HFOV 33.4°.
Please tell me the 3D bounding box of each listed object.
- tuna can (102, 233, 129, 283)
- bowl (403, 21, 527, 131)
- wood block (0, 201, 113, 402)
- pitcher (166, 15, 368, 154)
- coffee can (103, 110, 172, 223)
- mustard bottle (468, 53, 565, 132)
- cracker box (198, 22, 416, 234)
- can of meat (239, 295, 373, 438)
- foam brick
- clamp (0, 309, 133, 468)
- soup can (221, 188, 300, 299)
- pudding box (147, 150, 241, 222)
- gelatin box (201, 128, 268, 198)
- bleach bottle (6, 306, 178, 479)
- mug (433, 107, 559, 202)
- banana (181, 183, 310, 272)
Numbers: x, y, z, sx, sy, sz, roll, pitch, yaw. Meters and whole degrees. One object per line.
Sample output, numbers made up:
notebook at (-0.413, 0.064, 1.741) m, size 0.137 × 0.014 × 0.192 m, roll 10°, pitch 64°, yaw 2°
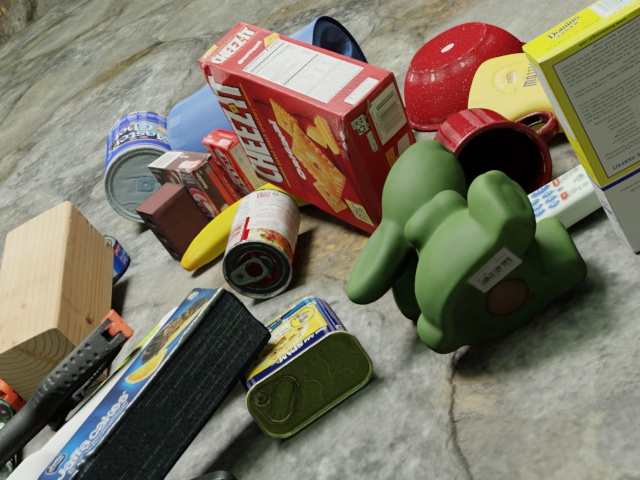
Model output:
tuna can at (-0.274, 0.032, 1.289) m, size 0.086 × 0.033 × 0.086 m, roll -27°, pitch 27°, yaw 15°
bowl at (0.150, -0.189, 1.160) m, size 0.162 × 0.055 × 0.162 m, roll -27°, pitch 28°, yaw 15°
wood block at (-0.285, 0.065, 1.144) m, size 0.090 × 0.090 × 0.206 m, roll -27°, pitch 37°, yaw 13°
pitcher at (-0.057, -0.159, 1.280) m, size 0.243 × 0.149 × 0.145 m, roll -22°, pitch 44°, yaw 30°
coffee can at (-0.225, -0.097, 1.373) m, size 0.103 × 0.102 × 0.140 m, roll -31°, pitch 26°, yaw 5°
mustard bottle at (0.233, -0.140, 0.968) m, size 0.192 × 0.058 × 0.096 m, roll -7°, pitch 46°, yaw 32°
cracker box at (-0.004, -0.102, 1.009) m, size 0.072 × 0.164 × 0.214 m, roll -44°, pitch 45°, yaw -20°
can of meat at (-0.019, 0.099, 0.867) m, size 0.102 × 0.057 × 0.084 m, roll -35°, pitch 25°, yaw -1°
foam brick at (-0.160, -0.019, 1.200) m, size 0.051 × 0.078 × 0.053 m, roll -44°, pitch 26°, yaw -19°
clamp at (-0.238, 0.142, 0.943) m, size 0.210 × 0.036 × 0.164 m, roll -46°, pitch -2°, yaw 31°
soup can at (-0.057, 0.001, 1.060) m, size 0.069 × 0.068 × 0.102 m, roll -24°, pitch 28°, yaw 19°
pudding box at (-0.140, -0.058, 1.227) m, size 0.039 × 0.090 × 0.114 m, roll -42°, pitch 27°, yaw -20°
gelatin box at (-0.089, -0.082, 1.211) m, size 0.030 × 0.089 × 0.073 m, roll -41°, pitch 28°, yaw -15°
bleach bottle at (-0.193, 0.167, 0.924) m, size 0.250 × 0.068 × 0.103 m, roll -44°, pitch 2°, yaw -17°
mug at (0.153, -0.075, 0.928) m, size 0.117 × 0.093 × 0.081 m, roll -37°, pitch 21°, yaw 6°
banana at (-0.066, -0.029, 1.155) m, size 0.198 × 0.037 × 0.069 m, roll -26°, pitch 27°, yaw 16°
